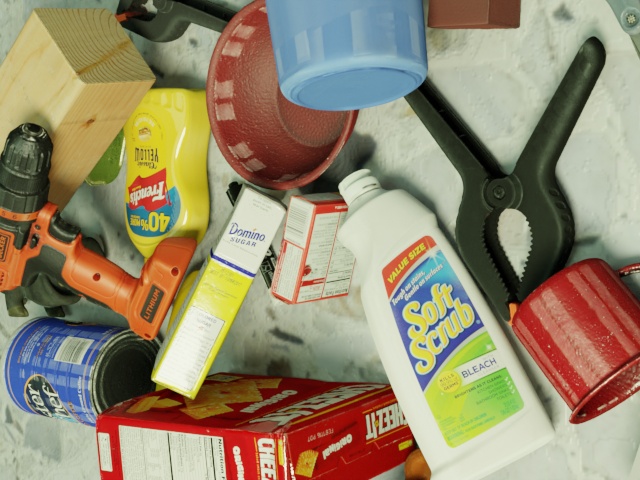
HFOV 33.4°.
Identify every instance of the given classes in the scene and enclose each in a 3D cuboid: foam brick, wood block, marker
[{"bbox_3d":[0.115,-0.195,0.786,0.053,0.051,0.078,8,99,37],"label":"foam brick"},{"bbox_3d":[-0.254,-0.109,0.988,0.206,0.090,0.090,-46,71,34],"label":"wood block"},{"bbox_3d":[-0.056,0.001,0.962,0.020,0.020,0.121,-34,73,35],"label":"marker"}]

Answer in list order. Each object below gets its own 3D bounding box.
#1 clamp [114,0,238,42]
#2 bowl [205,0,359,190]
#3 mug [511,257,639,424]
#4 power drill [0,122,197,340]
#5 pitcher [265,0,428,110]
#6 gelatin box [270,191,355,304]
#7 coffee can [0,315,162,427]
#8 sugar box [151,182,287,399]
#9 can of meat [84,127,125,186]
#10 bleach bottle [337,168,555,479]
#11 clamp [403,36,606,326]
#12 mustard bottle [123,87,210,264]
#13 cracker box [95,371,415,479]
[{"bbox_3d":[-0.129,-0.220,0.978,0.172,0.039,0.120,-24,87,51],"label":"clamp"},{"bbox_3d":[-0.021,-0.123,0.898,0.162,0.055,0.162,4,97,38],"label":"bowl"},{"bbox_3d":[0.195,0.059,0.732,0.117,0.093,0.081,-36,64,4],"label":"mug"},{"bbox_3d":[-0.209,-0.002,0.947,0.187,0.057,0.185,25,130,-2],"label":"power drill"},{"bbox_3d":[0.001,-0.224,0.780,0.149,0.144,0.243,-10,79,18],"label":"pitcher"},{"bbox_3d":[-0.001,0.006,0.884,0.030,0.073,0.089,24,109,35],"label":"gelatin box"},{"bbox_3d":[-0.235,0.132,1.064,0.141,0.102,0.103,3,96,38],"label":"coffee can"},{"bbox_3d":[-0.084,0.039,0.904,0.048,0.093,0.176,28,93,-7],"label":"sugar box"},{"bbox_3d":[-0.241,-0.113,1.075,0.084,0.057,0.102,23,109,32],"label":"can of meat"},{"bbox_3d":[0.076,0.060,0.817,0.102,0.068,0.251,-26,72,-7],"label":"bleach bottle"},{"bbox_3d":[0.147,-0.043,0.784,0.165,0.036,0.210,-13,88,39],"label":"clamp"},{"bbox_3d":[-0.145,-0.046,1.003,0.096,0.058,0.191,6,99,39],"label":"mustard bottle"},{"bbox_3d":[-0.055,0.160,0.884,0.214,0.163,0.072,-3,95,39],"label":"cracker box"}]
